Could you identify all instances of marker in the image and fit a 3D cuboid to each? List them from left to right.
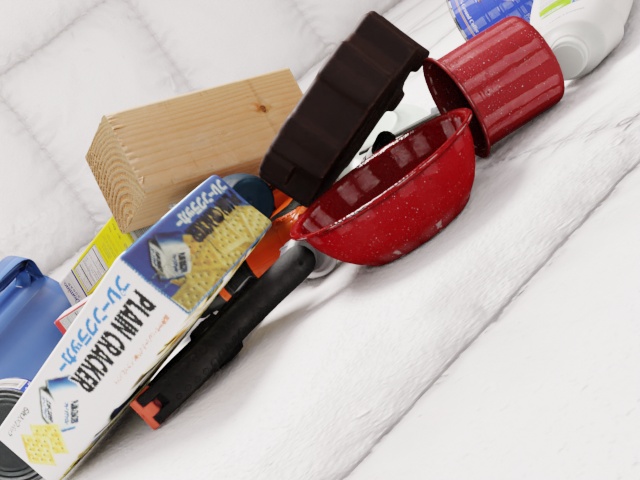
[{"bbox_3d":[0.045,-0.068,0.989,0.020,0.020,0.121,-41,-8,-27],"label":"marker"}]

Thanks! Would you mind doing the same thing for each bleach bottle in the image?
[{"bbox_3d":[0.228,-0.197,0.961,0.103,0.068,0.250,-30,14,31],"label":"bleach bottle"}]

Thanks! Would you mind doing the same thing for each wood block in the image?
[{"bbox_3d":[-0.111,-0.090,1.048,0.205,0.091,0.090,-20,-15,-31],"label":"wood block"}]

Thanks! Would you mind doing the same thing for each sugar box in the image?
[{"bbox_3d":[-0.201,0.012,1.122,0.093,0.048,0.176,-25,-12,-38],"label":"sugar box"}]

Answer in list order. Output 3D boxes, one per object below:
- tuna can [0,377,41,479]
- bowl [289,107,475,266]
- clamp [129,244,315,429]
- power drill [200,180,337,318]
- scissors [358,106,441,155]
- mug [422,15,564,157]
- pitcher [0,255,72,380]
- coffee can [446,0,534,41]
[{"bbox_3d":[-0.254,0.158,0.883,0.086,0.086,0.033,-34,9,9],"label":"tuna can"},{"bbox_3d":[0.057,-0.030,0.788,0.162,0.055,0.162,-35,11,7],"label":"bowl"},{"bbox_3d":[-0.071,0.068,0.801,0.171,0.039,0.120,-50,2,-35],"label":"clamp"},{"bbox_3d":[-0.057,0.001,1.021,0.185,0.057,0.187,-28,16,23],"label":"power drill"},{"bbox_3d":[0.132,-0.128,1.004,0.201,0.016,0.096,-32,12,-35],"label":"scissors"},{"bbox_3d":[0.143,-0.122,0.870,0.081,0.093,0.117,-32,-26,-6],"label":"mug"},{"bbox_3d":[-0.351,0.138,1.121,0.145,0.149,0.242,-35,14,33],"label":"pitcher"},{"bbox_3d":[0.225,-0.271,1.177,0.140,0.103,0.102,-31,12,27],"label":"coffee can"}]
